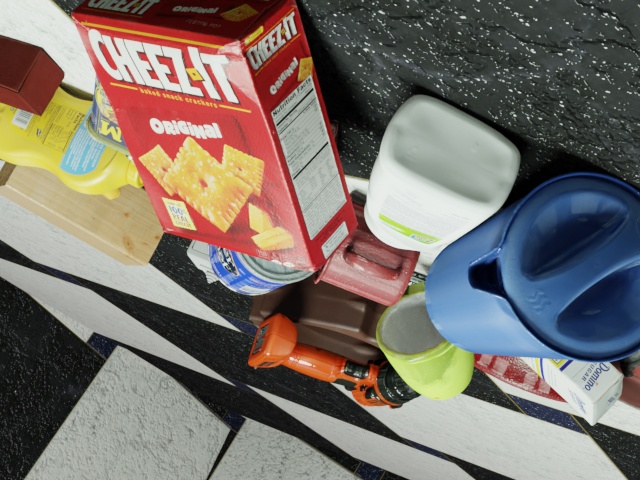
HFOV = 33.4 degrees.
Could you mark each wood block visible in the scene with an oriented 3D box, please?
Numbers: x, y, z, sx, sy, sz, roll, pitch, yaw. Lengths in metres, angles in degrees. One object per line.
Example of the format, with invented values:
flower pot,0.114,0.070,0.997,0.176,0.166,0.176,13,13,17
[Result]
wood block,-0.305,-0.055,1.377,0.205,0.090,0.091,32,164,-24

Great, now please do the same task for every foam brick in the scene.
foam brick,-0.309,-0.168,1.075,0.078,0.053,0.051,20,164,24

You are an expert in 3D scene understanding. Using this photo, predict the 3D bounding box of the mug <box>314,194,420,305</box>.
mug,0.049,0.015,1.024,0.081,0.093,0.117,22,-173,-4

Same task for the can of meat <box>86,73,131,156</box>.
can of meat,-0.151,-0.118,0.942,0.102,0.057,0.084,25,145,0

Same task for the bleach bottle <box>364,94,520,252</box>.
bleach bottle,0.077,-0.038,0.870,0.102,0.068,0.251,27,167,-3

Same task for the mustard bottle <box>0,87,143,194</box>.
mustard bottle,-0.247,-0.101,1.113,0.192,0.096,0.058,23,165,11

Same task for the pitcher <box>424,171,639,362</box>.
pitcher,0.176,0.033,0.849,0.149,0.145,0.243,40,168,-3

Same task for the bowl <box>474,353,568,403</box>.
bowl,0.225,0.120,1.167,0.162,0.055,0.162,24,165,7

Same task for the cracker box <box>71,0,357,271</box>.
cracker box,-0.076,-0.086,0.802,0.164,0.072,0.213,15,140,33

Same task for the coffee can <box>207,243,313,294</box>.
coffee can,-0.057,0.001,1.138,0.102,0.102,0.140,29,165,-11

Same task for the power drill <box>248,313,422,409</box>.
power drill,0.021,0.142,1.219,0.187,0.057,0.185,23,161,-12

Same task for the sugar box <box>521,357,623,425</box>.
sugar box,0.206,0.091,1.008,0.176,0.048,0.093,42,173,24
